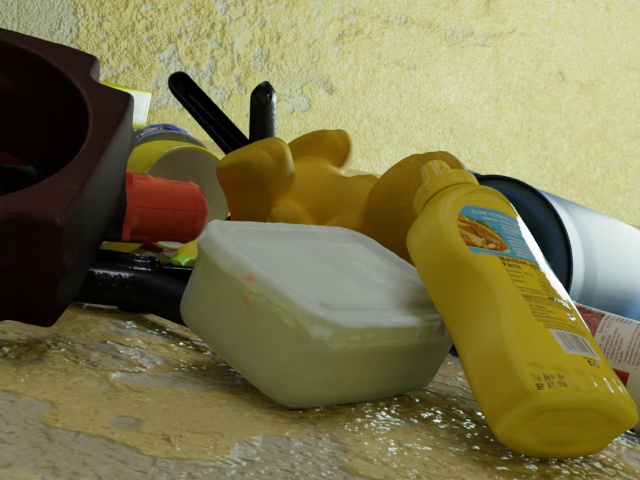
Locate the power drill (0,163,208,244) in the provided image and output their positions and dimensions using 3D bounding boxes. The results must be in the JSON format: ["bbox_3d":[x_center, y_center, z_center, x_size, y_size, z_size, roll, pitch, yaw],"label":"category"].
[{"bbox_3d":[-0.200,-0.024,0.775,0.184,0.057,0.188,6,-2,-35],"label":"power drill"}]

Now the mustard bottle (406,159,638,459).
[{"bbox_3d":[0.097,0.026,0.591,0.096,0.058,0.192,16,39,-38],"label":"mustard bottle"}]

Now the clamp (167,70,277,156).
[{"bbox_3d":[-0.072,-0.082,1.071,0.036,0.210,0.165,-40,39,-24],"label":"clamp"}]

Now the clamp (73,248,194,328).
[{"bbox_3d":[-0.116,0.030,0.691,0.171,0.039,0.120,6,2,6],"label":"clamp"}]
